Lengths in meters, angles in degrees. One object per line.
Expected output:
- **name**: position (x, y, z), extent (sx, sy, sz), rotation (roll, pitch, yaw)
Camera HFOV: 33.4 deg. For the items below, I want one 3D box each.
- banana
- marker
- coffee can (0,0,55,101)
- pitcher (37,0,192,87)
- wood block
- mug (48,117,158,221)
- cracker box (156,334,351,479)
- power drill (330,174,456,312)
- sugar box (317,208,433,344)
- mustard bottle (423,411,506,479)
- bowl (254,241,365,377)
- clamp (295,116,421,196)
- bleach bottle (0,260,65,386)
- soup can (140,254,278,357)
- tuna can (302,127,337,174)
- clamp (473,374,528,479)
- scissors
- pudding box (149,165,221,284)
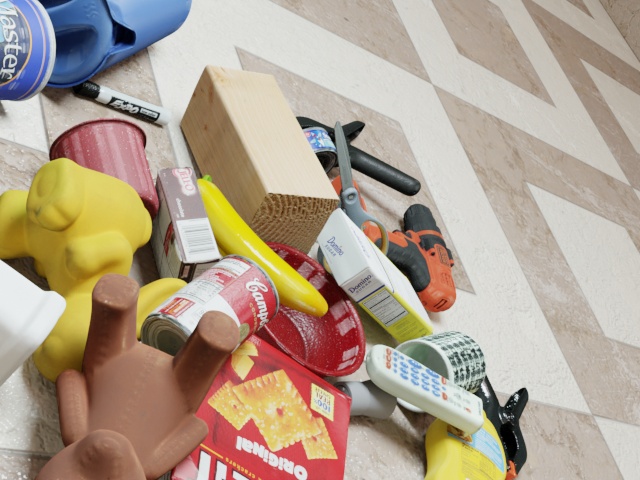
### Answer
- **banana**: position (-0.070, 0.001, 1.029), extent (0.198, 0.037, 0.069), rotation (49, 34, 20)
- **marker**: position (-0.214, -0.150, 1.153), extent (0.120, 0.020, 0.020), rotation (17, 41, -42)
- **coffee can**: position (-0.324, -0.176, 0.953), extent (0.103, 0.103, 0.140), rotation (56, 30, 14)
- **pitcher**: position (-0.242, -0.257, 1.152), extent (0.149, 0.145, 0.242), rotation (57, 25, -8)
- **wood block**: position (-0.071, -0.087, 1.158), extent (0.090, 0.090, 0.206), rotation (3, 44, -34)
- **mug**: position (-0.196, -0.049, 1.000), extent (0.117, 0.093, 0.081), rotation (71, -1, -63)
- **cracker box**: position (-0.060, 0.182, 0.901), extent (0.164, 0.072, 0.213), rotation (36, 32, -19)
- **power drill**: position (0.088, -0.012, 1.346), extent (0.187, 0.057, 0.184), rotation (28, 31, -29)
- **sugar box**: position (0.060, 0.046, 1.193), extent (0.176, 0.048, 0.093), rotation (41, 18, -47)
- **mustard bottle**: position (0.153, 0.236, 1.131), extent (0.096, 0.058, 0.191), rotation (34, 32, -11)
- **bowl**: position (-0.031, 0.081, 1.078), extent (0.162, 0.055, 0.162), rotation (33, 32, -24)
- **clamp**: position (0.019, -0.128, 1.403), extent (0.209, 0.036, 0.165), rotation (13, 28, -34)
- **bleach bottle**: position (-0.310, 0.005, 0.752), extent (0.250, 0.103, 0.068), rotation (41, 25, -13)
- **soup can**: position (-0.091, 0.065, 0.881), extent (0.068, 0.069, 0.102), rotation (49, 46, 2)
- **tuna can**: position (-0.022, -0.096, 1.273), extent (0.085, 0.086, 0.034), rotation (1, 55, -53)
- **clamp**: position (0.203, 0.204, 1.255), extent (0.120, 0.039, 0.171), rotation (37, 31, -16)
- **scissors**: position (0.018, -0.035, 1.193), extent (0.016, 0.096, 0.201), rotation (51, -7, 49)
- **pudding box**: position (-0.131, 0.001, 1.005), extent (0.039, 0.090, 0.113), rotation (-4, 54, -21)
